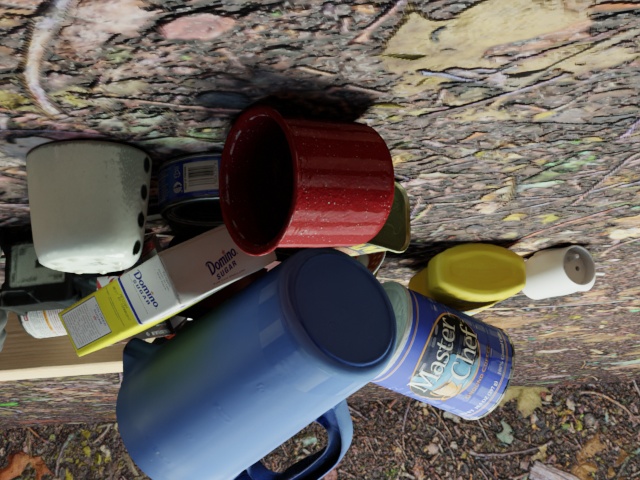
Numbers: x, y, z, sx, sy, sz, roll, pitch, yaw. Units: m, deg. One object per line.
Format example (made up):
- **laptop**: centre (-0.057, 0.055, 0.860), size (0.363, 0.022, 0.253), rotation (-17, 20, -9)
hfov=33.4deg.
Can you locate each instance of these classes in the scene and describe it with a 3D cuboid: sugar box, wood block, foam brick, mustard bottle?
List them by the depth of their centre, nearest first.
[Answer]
- **sugar box**: centre (-0.119, 0.036, 0.808), size (0.093, 0.048, 0.177), rotation (-26, -178, -39)
- **foam brick**: centre (-0.094, 0.042, 0.928), size (0.078, 0.051, 0.053), rotation (18, 163, -36)
- **mustard bottle**: centre (0.146, 0.052, 1.150), size (0.096, 0.058, 0.192), rotation (0, 166, -9)
- **wood block**: centre (-0.283, 0.102, 1.185), size (0.206, 0.091, 0.090), rotation (-5, 168, 6)

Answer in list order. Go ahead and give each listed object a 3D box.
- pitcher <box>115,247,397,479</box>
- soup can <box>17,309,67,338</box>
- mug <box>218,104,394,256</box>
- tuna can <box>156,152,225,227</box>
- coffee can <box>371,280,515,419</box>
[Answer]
- **pitcher**: centre (-0.044, 0.111, 0.850), size (0.149, 0.145, 0.243), rotation (12, 146, -35)
- **soup can**: centre (-0.244, 0.060, 1.069), size (0.102, 0.068, 0.068), rotation (-8, 166, 19)
- **mug**: centre (-0.014, -0.040, 0.687), size (0.081, 0.093, 0.117), rotation (0, -162, -35)
- **tuna can**: centre (-0.076, -0.036, 0.779), size (0.086, 0.034, 0.086), rotation (-3, 167, -1)
- **coffee can**: centre (0.111, 0.113, 1.086), size (0.140, 0.102, 0.103), rotation (24, 155, -26)
